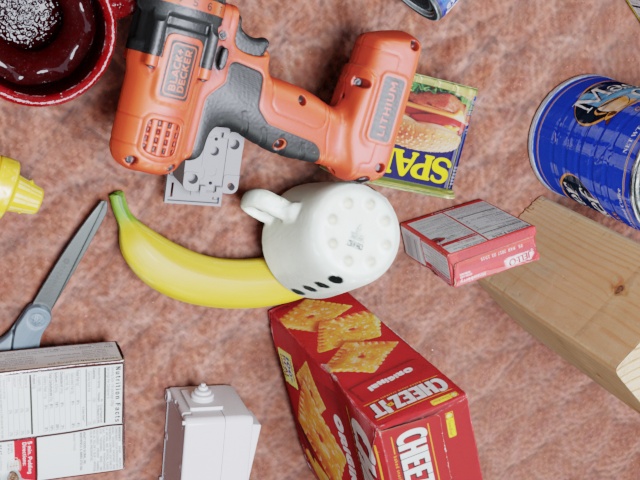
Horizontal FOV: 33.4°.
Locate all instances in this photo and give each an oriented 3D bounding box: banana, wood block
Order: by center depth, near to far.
[{"bbox_3d":[-0.064,0.018,0.783,0.197,0.037,0.070,12,103,-23],"label":"banana"},{"bbox_3d":[0.213,0.050,0.803,0.091,0.206,0.090,-46,116,-1],"label":"wood block"}]

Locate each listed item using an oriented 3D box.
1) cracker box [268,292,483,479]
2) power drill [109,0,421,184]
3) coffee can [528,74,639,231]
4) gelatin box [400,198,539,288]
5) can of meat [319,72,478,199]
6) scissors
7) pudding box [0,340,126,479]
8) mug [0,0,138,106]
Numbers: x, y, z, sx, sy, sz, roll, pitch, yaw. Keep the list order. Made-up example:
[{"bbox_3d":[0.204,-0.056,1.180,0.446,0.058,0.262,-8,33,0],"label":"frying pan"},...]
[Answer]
[{"bbox_3d":[0.041,0.146,0.765,0.072,0.214,0.164,-20,113,-14],"label":"cracker box"},{"bbox_3d":[-0.031,-0.120,0.677,0.187,0.057,0.184,11,100,-29],"label":"power drill"},{"bbox_3d":[0.238,-0.065,0.811,0.102,0.140,0.103,-6,109,-19],"label":"coffee can"},{"bbox_3d":[0.113,0.001,0.814,0.073,0.089,0.030,-18,112,-15],"label":"gelatin box"},{"bbox_3d":[0.059,-0.083,0.786,0.102,0.057,0.084,9,101,-23],"label":"can of meat"},{"bbox_3d":[-0.194,0.072,0.763,0.202,0.016,0.096,-44,118,-2],"label":"scissors"},{"bbox_3d":[-0.194,0.122,0.750,0.113,0.039,0.090,-4,109,-22],"label":"pudding box"},{"bbox_3d":[-0.169,-0.140,0.667,0.117,0.082,0.093,-20,113,-14],"label":"mug"}]
